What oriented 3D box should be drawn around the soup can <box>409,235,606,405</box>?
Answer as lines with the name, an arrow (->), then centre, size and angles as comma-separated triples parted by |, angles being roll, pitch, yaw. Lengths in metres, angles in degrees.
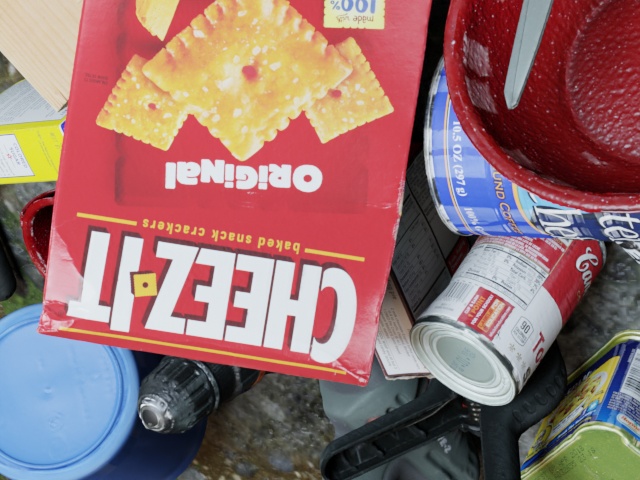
soup can -> 0.103, 0.031, 0.585 | 0.068, 0.102, 0.068 | 30, 151, 18

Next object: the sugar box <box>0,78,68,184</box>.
sugar box -> -0.147, -0.076, 0.685 | 0.176, 0.093, 0.048 | 2, 125, 33

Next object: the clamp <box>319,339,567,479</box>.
clamp -> 0.095, 0.098, 0.600 | 0.120, 0.171, 0.039 | 24, 141, 38

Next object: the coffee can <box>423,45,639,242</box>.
coffee can -> 0.135, -0.050, 0.512 | 0.141, 0.102, 0.103 | 3, 125, 32

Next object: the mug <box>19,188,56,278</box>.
mug -> -0.155, -0.012, 0.747 | 0.117, 0.081, 0.093 | 12, 129, 26

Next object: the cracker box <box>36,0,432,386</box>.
cracker box -> -0.039, -0.049, 0.523 | 0.164, 0.072, 0.214 | 9, 94, -1

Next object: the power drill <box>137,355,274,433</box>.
power drill -> -0.054, 0.001, 0.633 | 0.057, 0.184, 0.188 | 11, 119, 25

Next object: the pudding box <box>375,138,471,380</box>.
pudding box -> 0.051, 0.010, 0.623 | 0.039, 0.089, 0.113 | -7, 119, 36

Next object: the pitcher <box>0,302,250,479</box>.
pitcher -> -0.146, 0.109, 0.732 | 0.145, 0.149, 0.243 | 31, 170, 7
